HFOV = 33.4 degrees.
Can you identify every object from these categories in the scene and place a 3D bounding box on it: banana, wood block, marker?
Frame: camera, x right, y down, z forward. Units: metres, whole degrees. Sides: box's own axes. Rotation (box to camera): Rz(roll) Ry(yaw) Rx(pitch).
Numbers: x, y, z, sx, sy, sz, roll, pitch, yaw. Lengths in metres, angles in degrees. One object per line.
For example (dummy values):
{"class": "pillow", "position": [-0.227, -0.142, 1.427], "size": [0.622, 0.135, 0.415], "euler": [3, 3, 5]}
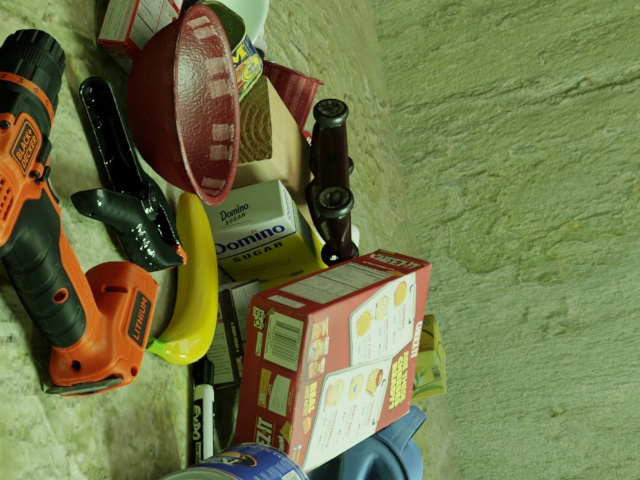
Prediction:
{"class": "banana", "position": [-0.109, 0.040, 0.895], "size": [0.197, 0.037, 0.069], "euler": [-88, 164, -51]}
{"class": "wood block", "position": [-0.065, -0.079, 1.099], "size": [0.206, 0.091, 0.090], "euler": [51, 32, -67]}
{"class": "marker", "position": [-0.097, 0.152, 0.885], "size": [0.020, 0.020, 0.121], "euler": [64, 18, -53]}

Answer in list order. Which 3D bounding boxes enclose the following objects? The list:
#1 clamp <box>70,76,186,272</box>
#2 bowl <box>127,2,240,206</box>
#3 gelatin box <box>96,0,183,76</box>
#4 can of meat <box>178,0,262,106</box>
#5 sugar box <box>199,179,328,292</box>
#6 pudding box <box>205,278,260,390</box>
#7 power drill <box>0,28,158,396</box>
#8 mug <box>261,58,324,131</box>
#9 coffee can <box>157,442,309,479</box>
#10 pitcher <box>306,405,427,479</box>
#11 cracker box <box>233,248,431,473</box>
{"class": "clamp", "position": [-0.143, -0.039, 0.802], "size": [0.171, 0.039, 0.120], "euler": [67, 20, -61]}
{"class": "bowl", "position": [-0.113, -0.108, 0.862], "size": [0.162, 0.055, 0.162], "euler": [-2, 90, -77]}
{"class": "gelatin box", "position": [-0.148, -0.186, 0.887], "size": [0.073, 0.030, 0.089], "euler": [51, 49, -68]}
{"class": "can of meat", "position": [-0.104, -0.154, 0.974], "size": [0.057, 0.102, 0.084], "euler": [38, -5, 18]}
{"class": "sugar box", "position": [-0.057, 0.002, 1.056], "size": [0.176, 0.093, 0.048], "euler": [51, 27, -67]}
{"class": "pudding box", "position": [-0.079, 0.085, 1.003], "size": [0.113, 0.039, 0.090], "euler": [-13, 91, -81]}
{"class": "power drill", "position": [-0.160, -0.013, 0.638], "size": [0.184, 0.057, 0.187], "euler": [-83, 156, -48]}
{"class": "mug", "position": [-0.060, -0.157, 1.200], "size": [0.093, 0.117, 0.081], "euler": [13, 98, -51]}
{"class": "coffee can", "position": [-0.066, 0.204, 0.764], "size": [0.140, 0.103, 0.103], "euler": [16, 63, -78]}
{"class": "pitcher", "position": [0.058, 0.261, 1.206], "size": [0.242, 0.149, 0.145], "euler": [22, 61, -77]}
{"class": "cracker box", "position": [0.013, 0.109, 0.991], "size": [0.213, 0.072, 0.164], "euler": [-18, 121, -54]}
